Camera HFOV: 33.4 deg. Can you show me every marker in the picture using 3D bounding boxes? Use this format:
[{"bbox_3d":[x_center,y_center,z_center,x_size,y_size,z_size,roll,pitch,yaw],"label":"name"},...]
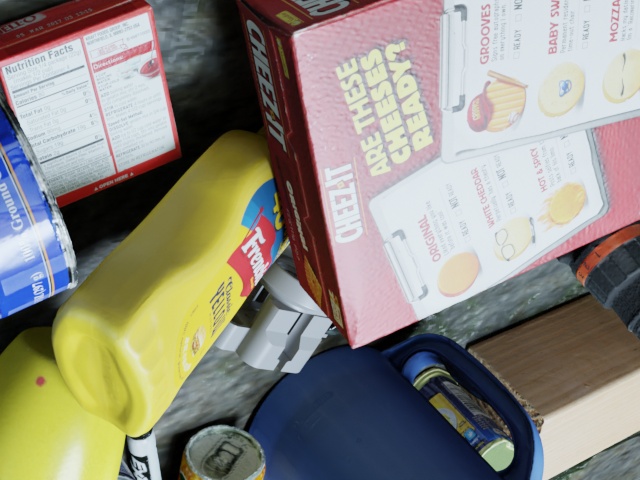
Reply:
[{"bbox_3d":[-0.110,0.141,0.673,0.020,0.020,0.121,-22,136,-25],"label":"marker"}]

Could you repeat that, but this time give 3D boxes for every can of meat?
[{"bbox_3d":[0.089,0.163,0.813,0.102,0.084,0.057,-51,140,8],"label":"can of meat"}]

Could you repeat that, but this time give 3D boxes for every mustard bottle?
[{"bbox_3d":[-0.053,0.001,0.535,0.191,0.058,0.096,-53,160,-35],"label":"mustard bottle"}]

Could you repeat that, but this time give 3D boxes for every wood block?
[{"bbox_3d":[0.218,0.110,0.873,0.205,0.090,0.091,-19,134,-28],"label":"wood block"}]

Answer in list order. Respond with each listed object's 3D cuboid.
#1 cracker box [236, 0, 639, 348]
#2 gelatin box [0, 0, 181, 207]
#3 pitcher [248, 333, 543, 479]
[{"bbox_3d":[0.081,-0.068,0.510,0.213,0.072,0.164,-22,124,-16],"label":"cracker box"},{"bbox_3d":[-0.108,-0.065,0.489,0.073,0.030,0.089,-25,137,-20],"label":"gelatin box"},{"bbox_3d":[0.072,0.175,0.684,0.144,0.243,0.149,-8,121,-34],"label":"pitcher"}]
